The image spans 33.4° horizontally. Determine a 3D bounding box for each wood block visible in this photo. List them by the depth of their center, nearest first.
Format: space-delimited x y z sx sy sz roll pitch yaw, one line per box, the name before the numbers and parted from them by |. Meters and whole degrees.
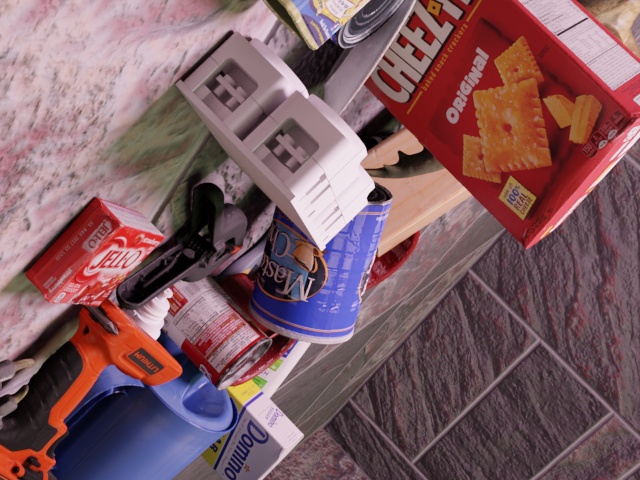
wood block | 0.120 -0.080 1.096 0.206 0.090 0.091 -33 173 -1

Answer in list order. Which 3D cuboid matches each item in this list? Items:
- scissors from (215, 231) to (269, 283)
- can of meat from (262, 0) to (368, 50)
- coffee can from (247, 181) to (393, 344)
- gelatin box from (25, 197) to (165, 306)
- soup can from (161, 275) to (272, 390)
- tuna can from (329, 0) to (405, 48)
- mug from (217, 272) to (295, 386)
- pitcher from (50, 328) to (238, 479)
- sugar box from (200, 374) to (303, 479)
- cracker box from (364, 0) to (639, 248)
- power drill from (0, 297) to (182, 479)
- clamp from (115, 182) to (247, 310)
scissors | -0.057 0.001 1.098 0.096 0.016 0.202 -32 163 -47
can of meat | 0.004 -0.163 0.615 0.084 0.057 0.102 -43 168 3
coffee can | -0.001 0.011 0.985 0.102 0.103 0.140 -22 131 -63
gelatin box | -0.155 0.011 0.744 0.073 0.030 0.089 -45 169 3
soup can | -0.104 0.079 0.989 0.068 0.102 0.068 -42 169 -11
tuna can | 0.031 -0.174 0.729 0.086 0.034 0.086 -42 169 -11
mug | -0.072 0.079 1.078 0.117 0.081 0.093 -45 163 12
pitcher | -0.210 0.200 1.022 0.243 0.149 0.145 -44 -164 16
sugar box | -0.110 0.174 1.118 0.093 0.176 0.048 -51 167 30
cracker box | 0.146 -0.124 0.855 0.072 0.214 0.164 -32 163 -40
power drill | -0.203 0.146 0.864 0.187 0.057 0.184 -46 145 -9
clamp | -0.108 0.010 0.888 0.120 0.039 0.171 -44 169 2
